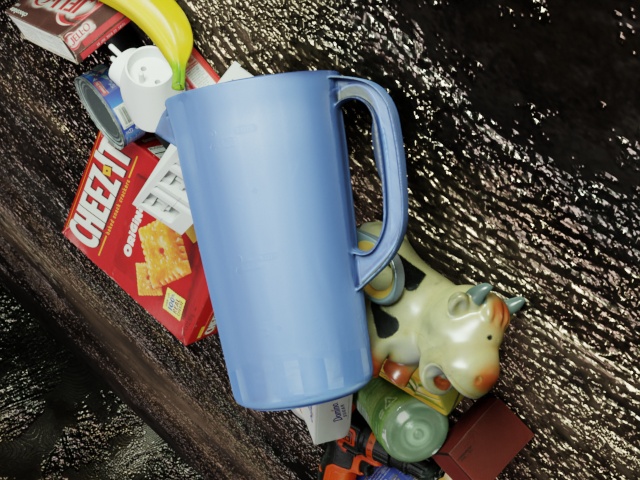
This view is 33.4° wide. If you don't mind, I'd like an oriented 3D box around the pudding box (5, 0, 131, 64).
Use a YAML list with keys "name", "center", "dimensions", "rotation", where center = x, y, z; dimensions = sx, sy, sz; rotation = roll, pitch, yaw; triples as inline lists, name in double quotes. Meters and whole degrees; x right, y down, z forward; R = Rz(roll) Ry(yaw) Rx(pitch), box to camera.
- name: "pudding box"
  center: [-0.227, -0.215, 0.993]
  dimensions: [0.114, 0.090, 0.039]
  rotation: [26, 153, 45]

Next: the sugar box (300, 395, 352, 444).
- name: "sugar box"
  center: [-0.012, 0.118, 1.129]
  dimensions: [0.176, 0.048, 0.093]
  rotation: [-119, 24, -46]

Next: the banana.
- name: "banana"
  center: [-0.183, -0.211, 0.924]
  dimensions: [0.198, 0.069, 0.037]
  rotation: [34, 145, -2]

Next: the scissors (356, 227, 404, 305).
- name: "scissors"
  center: [0.019, -0.025, 0.862]
  dimensions: [0.096, 0.016, 0.202]
  rotation: [-12, 80, 37]

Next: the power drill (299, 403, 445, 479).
- name: "power drill"
  center: [0.052, 0.262, 1.191]
  dimensions: [0.185, 0.057, 0.188]
  rotation: [27, 128, 31]

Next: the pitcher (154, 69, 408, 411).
- name: "pitcher"
  center: [-0.022, -0.003, 0.797]
  dimensions: [0.149, 0.144, 0.243]
  rotation: [-5, 96, 63]

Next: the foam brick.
- name: "foam brick"
  center: [0.155, 0.196, 1.029]
  dimensions: [0.053, 0.078, 0.051]
  rotation: [48, 163, -3]

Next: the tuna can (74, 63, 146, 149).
- name: "tuna can"
  center: [-0.214, -0.138, 1.096]
  dimensions: [0.086, 0.033, 0.086]
  rotation: [47, 160, 22]

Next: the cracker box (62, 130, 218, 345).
- name: "cracker box"
  center: [-0.174, -0.015, 1.177]
  dimensions: [0.214, 0.072, 0.164]
  rotation: [38, 120, 20]

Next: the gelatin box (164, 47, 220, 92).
- name: "gelatin box"
  center: [-0.124, -0.143, 1.009]
  dimensions: [0.073, 0.030, 0.089]
  rotation: [50, 159, -8]
